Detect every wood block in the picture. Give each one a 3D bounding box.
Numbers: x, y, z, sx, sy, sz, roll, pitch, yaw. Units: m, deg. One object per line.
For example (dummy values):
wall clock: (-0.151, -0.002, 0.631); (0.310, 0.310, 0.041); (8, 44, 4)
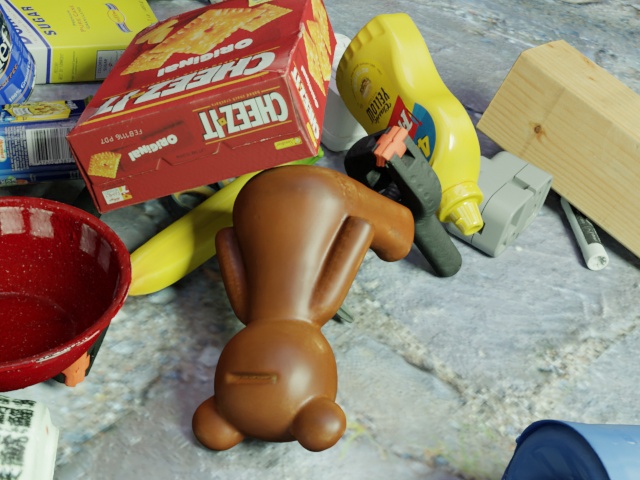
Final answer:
wood block: (0.257, -0.081, 0.958); (0.206, 0.091, 0.090); (42, 36, 19)

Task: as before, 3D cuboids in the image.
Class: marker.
marker: (0.232, -0.019, 0.960); (0.020, 0.020, 0.121); (6, 38, -12)

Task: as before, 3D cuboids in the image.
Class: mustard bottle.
mustard bottle: (0.081, -0.087, 0.877); (0.058, 0.096, 0.192); (-11, 62, -34)

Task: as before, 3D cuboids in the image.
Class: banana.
banana: (-0.082, -0.013, 0.792); (0.037, 0.070, 0.197); (47, 60, 7)

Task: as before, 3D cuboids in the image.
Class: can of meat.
can of meat: (-0.214, -0.077, 0.825); (0.083, 0.057, 0.102); (-6, 17, -13)

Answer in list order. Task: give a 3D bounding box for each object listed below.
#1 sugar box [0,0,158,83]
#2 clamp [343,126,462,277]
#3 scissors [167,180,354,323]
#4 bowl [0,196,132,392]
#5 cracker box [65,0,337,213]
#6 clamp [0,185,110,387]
sugar box: (-0.238, -0.188, 0.992); (0.175, 0.048, 0.093); (-6, 42, -27)
clamp: (0.048, -0.037, 0.822); (0.120, 0.171, 0.039); (20, 65, 23)
scissors: (-0.055, 0.001, 0.839); (0.096, 0.016, 0.202); (-7, 42, -24)
bowl: (-0.194, 0.041, 0.644); (0.162, 0.055, 0.162); (4, 38, -3)
cracker box: (-0.079, -0.117, 0.799); (0.164, 0.072, 0.213); (-14, 28, 14)
clamp: (-0.210, 0.023, 0.739); (0.164, 0.036, 0.210); (-5, 38, -22)
